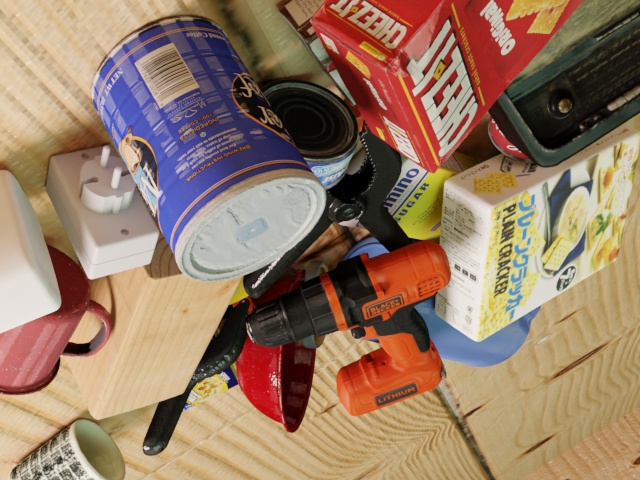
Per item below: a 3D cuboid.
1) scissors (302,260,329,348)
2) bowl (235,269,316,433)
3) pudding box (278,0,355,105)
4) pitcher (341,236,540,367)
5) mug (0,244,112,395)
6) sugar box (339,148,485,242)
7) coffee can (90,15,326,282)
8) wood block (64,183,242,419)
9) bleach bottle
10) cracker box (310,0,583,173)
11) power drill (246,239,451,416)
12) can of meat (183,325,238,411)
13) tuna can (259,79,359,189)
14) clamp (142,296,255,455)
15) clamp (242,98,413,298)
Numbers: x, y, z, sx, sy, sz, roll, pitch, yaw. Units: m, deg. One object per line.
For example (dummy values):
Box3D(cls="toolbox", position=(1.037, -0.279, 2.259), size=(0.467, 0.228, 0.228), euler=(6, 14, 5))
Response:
Box3D(cls="scissors", position=(0.007, 0.085, 1.125), size=(0.016, 0.096, 0.201), euler=(4, 157, 14))
Box3D(cls="bowl", position=(-0.046, 0.108, 1.059), size=(0.055, 0.162, 0.162), euler=(3, 157, 11))
Box3D(cls="pudding box", position=(0.033, -0.154, 0.756), size=(0.090, 0.039, 0.113), euler=(-37, 157, 6))
Box3D(cls="pitcher", position=(0.114, 0.066, 1.163), size=(0.242, 0.145, 0.149), euler=(15, 117, -52))
Box3D(cls="mug", position=(-0.212, 0.057, 0.796), size=(0.117, 0.093, 0.082), euler=(20, 124, -25))
Box3D(cls="sugar box", position=(0.088, -0.047, 1.003), size=(0.093, 0.048, 0.175), euler=(-44, 153, 26))
Box3D(cls="coffee can", position=(-0.074, -0.059, 0.688), size=(0.102, 0.140, 0.103), euler=(-25, 154, -13))
Box3D(cls="wood block", position=(-0.141, 0.048, 0.868), size=(0.090, 0.091, 0.206), euler=(-13, 150, -33))
Box3D(cls="bleach bottle", position=(-0.303, 0.046, 0.695), size=(0.250, 0.103, 0.068), euler=(-22, 146, -5))
Box3D(cls="cracker box", position=(0.106, -0.168, 0.705), size=(0.213, 0.072, 0.164), euler=(-50, 155, -4))
Box3D(cls="power drill", position=(0.037, 0.089, 0.974), size=(0.184, 0.057, 0.187), euler=(-19, 143, -1))
Box3D(cls="can of meat", position=(-0.127, 0.127, 1.068), size=(0.084, 0.057, 0.102), euler=(-26, 154, -6))
Box3D(cls="tuna can", position=(-0.015, -0.078, 0.783), size=(0.086, 0.086, 0.034), euler=(-15, 149, -31))
Box3D(cls="clamp", position=(-0.126, 0.116, 0.984), size=(0.171, 0.120, 0.039), euler=(-34, 153, -3))
Box3D(cls="clamp", position=(0.027, -0.033, 0.900), size=(0.164, 0.036, 0.210), euler=(-5, 137, -21))
